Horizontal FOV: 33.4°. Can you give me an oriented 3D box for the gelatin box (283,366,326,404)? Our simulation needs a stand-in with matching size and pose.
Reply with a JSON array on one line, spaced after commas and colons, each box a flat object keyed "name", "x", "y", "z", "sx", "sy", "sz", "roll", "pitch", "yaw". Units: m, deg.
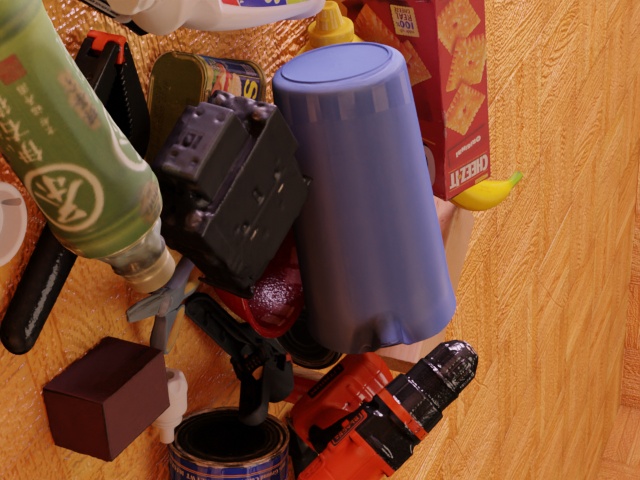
[{"name": "gelatin box", "x": -0.010, "y": 0.149, "z": 1.067, "sx": 0.089, "sy": 0.073, "sz": 0.030, "roll": 13, "pitch": 88, "yaw": -66}]

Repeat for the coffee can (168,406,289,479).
[{"name": "coffee can", "x": -0.079, "y": 0.228, "z": 0.913, "sx": 0.102, "sy": 0.103, "sz": 0.140, "roll": -31, "pitch": 127, "yaw": -59}]

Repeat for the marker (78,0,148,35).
[{"name": "marker", "x": -0.146, "y": -0.161, "z": 0.705, "sx": 0.121, "sy": 0.020, "sz": 0.020, "roll": 19, "pitch": 82, "yaw": -65}]

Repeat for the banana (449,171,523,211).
[{"name": "banana", "x": 0.155, "y": -0.076, "z": 1.197, "sx": 0.197, "sy": 0.037, "sz": 0.069, "roll": 23, "pitch": 80, "yaw": -44}]

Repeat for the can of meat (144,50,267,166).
[{"name": "can of meat", "x": -0.090, "y": -0.092, "z": 0.815, "sx": 0.083, "sy": 0.058, "sz": 0.102, "roll": -6, "pitch": 106, "yaw": -63}]

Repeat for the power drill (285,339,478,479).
[{"name": "power drill", "x": 0.044, "y": 0.144, "z": 0.923, "sx": 0.184, "sy": 0.057, "sz": 0.188, "roll": -42, "pitch": -172, "yaw": -4}]

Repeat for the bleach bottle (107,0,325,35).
[{"name": "bleach bottle", "x": -0.074, "y": -0.192, "z": 0.776, "sx": 0.250, "sy": 0.068, "sz": 0.102, "roll": -42, "pitch": 132, "yaw": -58}]

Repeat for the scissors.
[{"name": "scissors", "x": -0.121, "y": 0.061, "z": 0.785, "sx": 0.201, "sy": 0.016, "sz": 0.096, "roll": -60, "pitch": 169, "yaw": -71}]

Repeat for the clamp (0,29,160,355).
[{"name": "clamp", "x": -0.148, "y": -0.036, "z": 0.732, "sx": 0.164, "sy": 0.036, "sz": 0.210, "roll": -14, "pitch": 116, "yaw": -65}]

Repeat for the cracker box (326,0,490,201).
[{"name": "cracker box", "x": 0.078, "y": -0.164, "z": 1.015, "sx": 0.072, "sy": 0.164, "sz": 0.214, "roll": -29, "pitch": 130, "yaw": -28}]

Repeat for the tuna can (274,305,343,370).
[{"name": "tuna can", "x": -0.010, "y": 0.081, "z": 1.024, "sx": 0.033, "sy": 0.086, "sz": 0.086, "roll": -46, "pitch": 140, "yaw": -47}]

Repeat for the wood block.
[{"name": "wood block", "x": 0.109, "y": 0.049, "z": 1.267, "sx": 0.090, "sy": 0.090, "sz": 0.206, "roll": 43, "pitch": 61, "yaw": -62}]

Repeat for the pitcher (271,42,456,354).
[{"name": "pitcher", "x": 0.032, "y": -0.040, "z": 0.901, "sx": 0.144, "sy": 0.149, "sz": 0.243, "roll": -34, "pitch": 125, "yaw": -38}]

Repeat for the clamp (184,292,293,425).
[{"name": "clamp", "x": -0.057, "y": 0.114, "z": 0.933, "sx": 0.171, "sy": 0.039, "sz": 0.120, "roll": 35, "pitch": 31, "yaw": -64}]

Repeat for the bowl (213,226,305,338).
[{"name": "bowl", "x": -0.056, "y": 0.001, "z": 0.917, "sx": 0.162, "sy": 0.055, "sz": 0.162, "roll": 5, "pitch": 90, "yaw": -67}]

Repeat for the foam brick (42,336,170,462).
[{"name": "foam brick", "x": -0.152, "y": 0.113, "z": 0.766, "sx": 0.078, "sy": 0.053, "sz": 0.051, "roll": -41, "pitch": 136, "yaw": -53}]

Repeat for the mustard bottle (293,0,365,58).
[{"name": "mustard bottle", "x": 0.019, "y": -0.130, "z": 0.985, "sx": 0.058, "sy": 0.096, "sz": 0.191, "roll": -59, "pitch": 149, "yaw": -45}]
